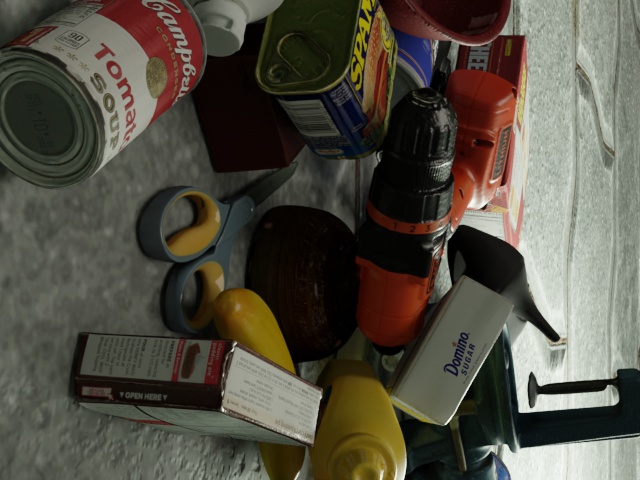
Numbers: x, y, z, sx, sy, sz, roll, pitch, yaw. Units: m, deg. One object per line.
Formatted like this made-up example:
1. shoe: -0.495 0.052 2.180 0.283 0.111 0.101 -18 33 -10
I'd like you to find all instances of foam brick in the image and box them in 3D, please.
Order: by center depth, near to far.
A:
1. foam brick: -0.043 -0.088 0.661 0.051 0.053 0.078 -58 141 -52

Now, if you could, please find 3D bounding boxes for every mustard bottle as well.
1. mustard bottle: 0.022 0.135 0.703 0.191 0.058 0.096 180 -86 -87

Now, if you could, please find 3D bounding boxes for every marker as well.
1. marker: 0.084 0.088 0.993 0.121 0.020 0.020 -43 128 -60

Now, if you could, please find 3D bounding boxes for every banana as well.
1. banana: -0.034 0.090 0.669 0.069 0.037 0.198 -105 -179 -52

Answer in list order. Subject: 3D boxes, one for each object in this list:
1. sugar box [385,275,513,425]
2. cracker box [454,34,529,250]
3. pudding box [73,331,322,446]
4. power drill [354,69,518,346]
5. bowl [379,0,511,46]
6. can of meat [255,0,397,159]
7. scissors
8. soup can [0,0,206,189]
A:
1. sugar box: 0.087 0.083 0.761 0.093 0.048 0.176 -59 177 -6
2. cracker box: 0.172 -0.085 1.096 0.213 0.072 0.164 62 36 -64
3. pudding box: -0.062 0.080 0.562 0.113 0.090 0.039 38 56 -61
4. power drill: 0.079 -0.045 0.717 0.187 0.057 0.184 -50 155 -49
5. bowl: 0.058 -0.195 0.705 0.161 0.055 0.162 19 62 -41
6. can of meat: 0.008 -0.110 0.641 0.084 0.057 0.102 53 42 -58
7. scissors: -0.054 0.001 0.677 0.201 0.016 0.096 -14 104 -66
8. soup can: -0.105 -0.076 0.496 0.102 0.069 0.068 -55 138 -53
